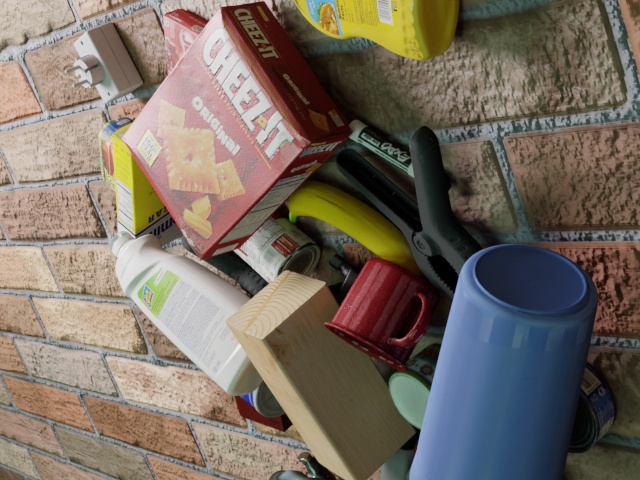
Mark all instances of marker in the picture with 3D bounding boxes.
[{"bbox_3d":[0.073,-0.077,0.989,0.121,0.020,0.020,36,140,31],"label":"marker"}]

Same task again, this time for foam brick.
[{"bbox_3d":[-0.063,0.197,1.341,0.078,0.051,0.053,13,127,36],"label":"foam brick"}]

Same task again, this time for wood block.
[{"bbox_3d":[0.002,0.144,1.119,0.090,0.090,0.206,15,141,59],"label":"wood block"}]

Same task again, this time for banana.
[{"bbox_3d":[0.028,-0.020,1.082,0.198,0.037,0.069,27,161,43],"label":"banana"}]

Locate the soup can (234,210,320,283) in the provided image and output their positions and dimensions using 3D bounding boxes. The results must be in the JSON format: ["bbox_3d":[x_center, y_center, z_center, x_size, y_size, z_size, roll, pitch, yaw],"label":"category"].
[{"bbox_3d":[-0.058,0.001,1.177,0.102,0.068,0.068,40,142,26],"label":"soup can"}]

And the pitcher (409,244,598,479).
[{"bbox_3d":[0.150,0.121,0.898,0.149,0.144,0.243,23,128,25],"label":"pitcher"}]

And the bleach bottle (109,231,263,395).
[{"bbox_3d":[-0.151,0.064,1.221,0.251,0.068,0.103,39,103,27],"label":"bleach bottle"}]

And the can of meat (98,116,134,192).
[{"bbox_3d":[-0.234,-0.095,1.343,0.084,0.057,0.102,39,141,32],"label":"can of meat"}]

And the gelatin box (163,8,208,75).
[{"bbox_3d":[-0.135,-0.198,1.156,0.073,0.030,0.089,34,139,33],"label":"gelatin box"}]

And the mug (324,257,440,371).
[{"bbox_3d":[0.068,0.070,1.024,0.093,0.081,0.117,34,170,-23],"label":"mug"}]

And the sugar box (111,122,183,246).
[{"bbox_3d":[-0.200,-0.068,1.286,0.048,0.093,0.176,36,141,31],"label":"sugar box"}]

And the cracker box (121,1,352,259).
[{"bbox_3d":[-0.091,-0.105,1.066,0.214,0.071,0.164,-43,75,41],"label":"cracker box"}]

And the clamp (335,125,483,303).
[{"bbox_3d":[0.105,-0.011,0.959,0.210,0.036,0.165,54,160,-5],"label":"clamp"}]

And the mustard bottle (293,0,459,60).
[{"bbox_3d":[0.028,-0.217,0.903,0.192,0.058,0.096,23,132,41],"label":"mustard bottle"}]

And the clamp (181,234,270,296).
[{"bbox_3d":[-0.074,0.040,1.233,0.171,0.120,0.039,37,104,8],"label":"clamp"}]
